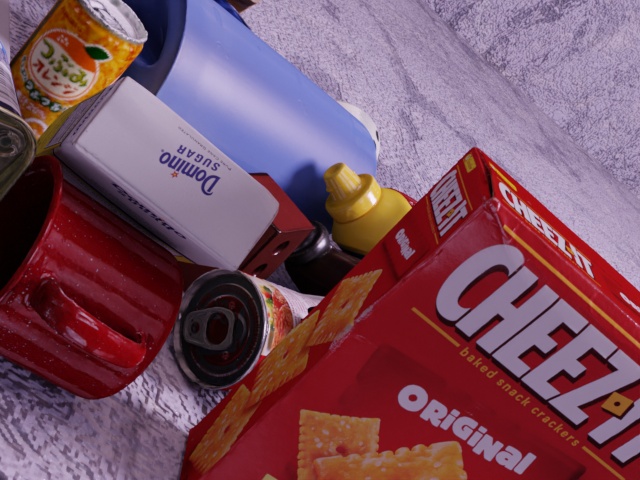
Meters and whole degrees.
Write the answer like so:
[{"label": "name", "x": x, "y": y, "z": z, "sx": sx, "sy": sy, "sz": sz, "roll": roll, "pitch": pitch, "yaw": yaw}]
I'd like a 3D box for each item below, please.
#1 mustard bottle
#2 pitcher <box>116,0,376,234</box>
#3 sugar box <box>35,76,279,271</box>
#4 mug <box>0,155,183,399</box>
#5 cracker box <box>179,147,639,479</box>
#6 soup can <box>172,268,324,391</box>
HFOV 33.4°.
[{"label": "mustard bottle", "x": 0.060, "y": 0.020, "z": 0.790, "sx": 0.191, "sy": 0.058, "sz": 0.096, "roll": 54, "pitch": -15, "yaw": -25}, {"label": "pitcher", "x": -0.067, "y": -0.096, "z": 0.771, "sx": 0.145, "sy": 0.149, "sz": 0.242, "roll": 31, "pitch": 2, "yaw": 42}, {"label": "sugar box", "x": -0.091, "y": -0.031, "z": 0.540, "sx": 0.093, "sy": 0.048, "sz": 0.176, "roll": 39, "pitch": -15, "yaw": -19}, {"label": "mug", "x": -0.112, "y": 0.025, "z": 0.482, "sx": 0.081, "sy": 0.093, "sz": 0.117, "roll": 37, "pitch": -4, "yaw": -33}, {"label": "cracker box", "x": 0.060, "y": 0.089, "z": 0.518, "sx": 0.164, "sy": 0.214, "sz": 0.072, "roll": 39, "pitch": 20, "yaw": -16}, {"label": "soup can", "x": -0.028, "y": 0.058, "z": 0.628, "sx": 0.102, "sy": 0.069, "sz": 0.068, "roll": 19, "pitch": 32, "yaw": -52}]
